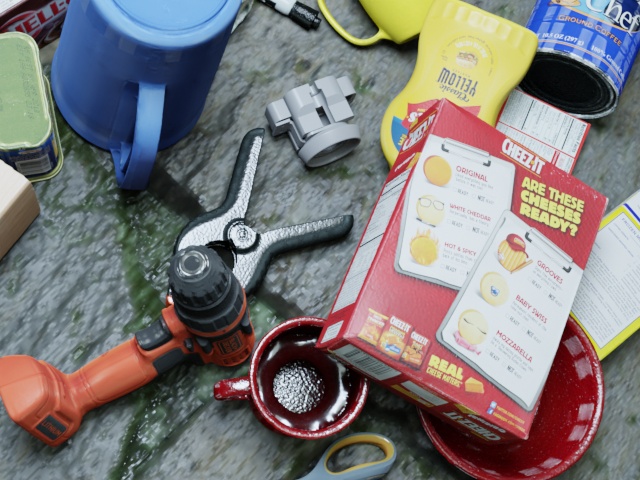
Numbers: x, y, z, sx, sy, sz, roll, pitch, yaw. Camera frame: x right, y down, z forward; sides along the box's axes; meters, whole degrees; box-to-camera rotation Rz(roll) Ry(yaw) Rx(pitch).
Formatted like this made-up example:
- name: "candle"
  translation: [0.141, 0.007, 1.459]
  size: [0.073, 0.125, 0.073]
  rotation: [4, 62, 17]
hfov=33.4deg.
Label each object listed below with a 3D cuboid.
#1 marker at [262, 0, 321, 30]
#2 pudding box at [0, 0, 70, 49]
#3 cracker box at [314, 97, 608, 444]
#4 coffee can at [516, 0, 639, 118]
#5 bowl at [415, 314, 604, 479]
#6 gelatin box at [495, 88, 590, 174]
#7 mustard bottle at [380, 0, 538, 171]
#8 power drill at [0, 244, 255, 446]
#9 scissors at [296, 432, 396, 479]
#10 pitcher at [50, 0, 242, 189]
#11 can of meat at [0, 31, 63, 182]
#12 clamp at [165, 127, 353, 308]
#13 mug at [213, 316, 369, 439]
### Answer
- name: "marker"
  translation: [-0.053, -0.225, 0.955]
  size: [0.121, 0.020, 0.020]
  rotation: [31, 73, -1]
- name: "pudding box"
  translation: [-0.228, -0.201, 0.883]
  size: [0.113, 0.090, 0.039]
  rotation: [-39, 85, -17]
- name: "cracker box"
  translation: [0.111, 0.025, 0.824]
  size: [0.164, 0.072, 0.213]
  rotation: [30, 67, -13]
- name: "coffee can"
  translation: [0.240, -0.195, 0.953]
  size: [0.103, 0.103, 0.140]
  rotation: [26, 73, -2]
- name: "bowl"
  translation: [0.149, 0.122, 0.883]
  size: [0.162, 0.055, 0.162]
  rotation: [2, 76, -9]
- name: "gelatin box"
  translation: [0.187, -0.087, 0.956]
  size: [0.089, 0.030, 0.073]
  rotation: [26, 72, -3]
- name: "mustard bottle"
  translation: [0.104, -0.102, 0.907]
  size: [0.096, 0.058, 0.192]
  rotation: [24, 101, 7]
- name: "power drill"
  translation: [-0.140, 0.079, 0.790]
  size: [0.187, 0.184, 0.057]
  rotation: [-24, 66, -6]
- name: "scissors"
  translation: [-0.011, 0.209, 0.815]
  size: [0.201, 0.016, 0.096]
  rotation: [-21, 60, -35]
- name: "pitcher"
  translation: [-0.131, -0.147, 0.807]
  size: [0.145, 0.243, 0.149]
  rotation: [-43, 93, -18]
- name: "can of meat"
  translation: [-0.244, -0.106, 0.860]
  size: [0.057, 0.084, 0.102]
  rotation: [-11, 78, -12]
- name: "clamp"
  translation: [-0.056, 0.001, 0.889]
  size: [0.120, 0.039, 0.171]
  rotation: [35, 76, 5]
- name: "mug"
  translation: [-0.026, 0.114, 0.842]
  size: [0.117, 0.081, 0.093]
  rotation: [-8, 77, -12]
